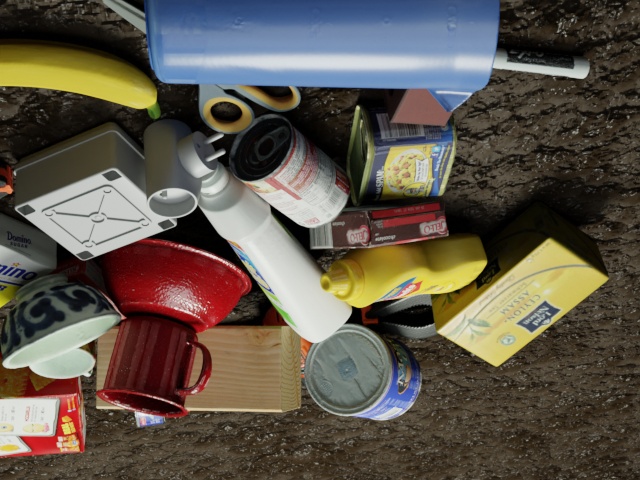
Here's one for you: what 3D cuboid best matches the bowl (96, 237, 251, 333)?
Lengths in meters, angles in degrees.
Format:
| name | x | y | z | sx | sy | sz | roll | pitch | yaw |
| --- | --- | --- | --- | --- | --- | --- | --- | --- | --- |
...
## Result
| name | x | y | z | sx | sy | sz | roll | pitch | yaw |
| --- | --- | --- | --- | --- | --- | --- | --- | --- | --- |
| bowl | -0.154 | 0.054 | 1.079 | 0.162 | 0.055 | 0.162 | 9 | 158 | 4 |

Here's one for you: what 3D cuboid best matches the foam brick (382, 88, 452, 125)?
| name | x | y | z | sx | sy | sz | roll | pitch | yaw |
| --- | --- | --- | --- | --- | --- | --- | --- | --- | --- |
| foam brick | 0.089 | -0.140 | 0.887 | 0.051 | 0.053 | 0.078 | 3 | 145 | -17 |

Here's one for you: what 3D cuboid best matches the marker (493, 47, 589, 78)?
| name | x | y | z | sx | sy | sz | roll | pitch | yaw |
| --- | --- | --- | --- | --- | --- | --- | --- | --- | --- |
| marker | 0.173 | -0.154 | 0.915 | 0.121 | 0.020 | 0.020 | 3 | 145 | -17 |

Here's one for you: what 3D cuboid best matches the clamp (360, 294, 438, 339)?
| name | x | y | z | sx | sy | sz | roll | pitch | yaw |
| --- | --- | --- | --- | --- | --- | --- | --- | --- | --- |
| clamp | 0.153 | 0.069 | 1.231 | 0.210 | 0.036 | 0.165 | 0 | 136 | -6 |

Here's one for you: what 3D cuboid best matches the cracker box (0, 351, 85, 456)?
| name | x | y | z | sx | sy | sz | roll | pitch | yaw |
| --- | --- | --- | --- | --- | --- | --- | --- | --- | --- |
| cracker box | -0.393 | 0.196 | 1.274 | 0.213 | 0.072 | 0.164 | -1 | 146 | -9 |

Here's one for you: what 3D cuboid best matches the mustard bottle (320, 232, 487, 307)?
| name | x | y | z | sx | sy | sz | roll | pitch | yaw |
| --- | --- | --- | --- | --- | --- | --- | --- | --- | --- |
| mustard bottle | 0.075 | 0.032 | 1.084 | 0.191 | 0.058 | 0.096 | -6 | 166 | -42 |

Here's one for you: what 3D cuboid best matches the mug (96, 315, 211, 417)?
| name | x | y | z | sx | sy | sz | roll | pitch | yaw |
| --- | --- | --- | --- | --- | --- | --- | --- | --- | --- |
| mug | -0.160 | 0.126 | 1.070 | 0.117 | 0.081 | 0.093 | -2 | 155 | 30 |

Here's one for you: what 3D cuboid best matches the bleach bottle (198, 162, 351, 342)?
| name | x | y | z | sx | sy | sz | roll | pitch | yaw |
| --- | --- | --- | --- | --- | --- | --- | --- | --- | --- |
| bleach bottle | -0.057 | 0.001 | 1.045 | 0.068 | 0.103 | 0.250 | -41 | 137 | -5 |

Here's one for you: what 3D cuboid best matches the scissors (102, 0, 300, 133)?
| name | x | y | z | sx | sy | sz | roll | pitch | yaw |
| --- | --- | --- | --- | --- | --- | --- | --- | --- | --- |
| scissors | -0.110 | -0.138 | 0.879 | 0.201 | 0.016 | 0.096 | 17 | 139 | -33 |

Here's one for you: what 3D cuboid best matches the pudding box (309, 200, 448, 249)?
| name | x | y | z | sx | sy | sz | roll | pitch | yaw |
| --- | --- | --- | --- | --- | --- | --- | --- | --- | --- |
| pudding box | 0.053 | -0.014 | 1.020 | 0.089 | 0.039 | 0.114 | -7 | -176 | -30 |

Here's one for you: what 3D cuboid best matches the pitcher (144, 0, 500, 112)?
| name | x | y | z | sx | sy | sz | roll | pitch | yaw |
| --- | --- | --- | --- | --- | --- | --- | --- | --- | --- |
| pitcher | 0.000 | -0.179 | 0.756 | 0.242 | 0.149 | 0.145 | -2 | 161 | -4 |

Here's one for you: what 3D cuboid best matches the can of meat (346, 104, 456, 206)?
| name | x | y | z | sx | sy | sz | roll | pitch | yaw |
| --- | --- | --- | --- | --- | --- | --- | --- | --- | --- |
| can of meat | 0.073 | -0.079 | 0.972 | 0.084 | 0.057 | 0.102 | -5 | 147 | -9 |

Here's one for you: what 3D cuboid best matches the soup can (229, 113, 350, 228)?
| name | x | y | z | sx | sy | sz | roll | pitch | yaw |
| --- | --- | --- | --- | --- | --- | --- | --- | --- | --- |
| soup can | -0.026 | -0.061 | 0.967 | 0.069 | 0.068 | 0.102 | -25 | 144 | 23 |

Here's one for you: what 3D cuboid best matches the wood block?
| name | x | y | z | sx | sy | sz | roll | pitch | yaw |
| --- | --- | --- | --- | --- | --- | --- | --- | --- | --- |
| wood block | -0.131 | 0.138 | 1.164 | 0.206 | 0.091 | 0.090 | -1 | 174 | 13 |

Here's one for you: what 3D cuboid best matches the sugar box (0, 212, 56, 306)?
| name | x | y | z | sx | sy | sz | roll | pitch | yaw |
| --- | --- | --- | --- | --- | --- | --- | --- | --- | --- |
| sugar box | -0.354 | 0.036 | 1.062 | 0.176 | 0.048 | 0.093 | -29 | 142 | 30 |

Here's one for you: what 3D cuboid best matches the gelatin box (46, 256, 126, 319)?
| name | x | y | z | sx | sy | sz | roll | pitch | yaw |
| --- | --- | --- | --- | --- | --- | --- | --- | --- | --- |
| gelatin box | -0.254 | 0.058 | 1.121 | 0.073 | 0.030 | 0.089 | -18 | 137 | 16 |

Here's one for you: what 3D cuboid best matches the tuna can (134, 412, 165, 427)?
| name | x | y | z | sx | sy | sz | roll | pitch | yaw |
| --- | --- | --- | --- | --- | --- | --- | --- | --- | --- |
| tuna can | -0.206 | 0.178 | 1.273 | 0.033 | 0.086 | 0.086 | -6 | 147 | -7 |

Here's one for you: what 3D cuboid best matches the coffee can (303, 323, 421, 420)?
| name | x | y | z | sx | sy | sz | roll | pitch | yaw |
| --- | --- | --- | --- | --- | --- | --- | --- | --- | --- |
| coffee can | 0.052 | 0.156 | 1.248 | 0.103 | 0.103 | 0.140 | -19 | 163 | 16 |

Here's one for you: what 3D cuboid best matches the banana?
| name | x | y | z | sx | sy | sz | roll | pitch | yaw |
| --- | --- | --- | --- | --- | --- | --- | --- | --- | --- |
| banana | -0.212 | -0.130 | 0.849 | 0.197 | 0.037 | 0.070 | 9 | 142 | -25 |
